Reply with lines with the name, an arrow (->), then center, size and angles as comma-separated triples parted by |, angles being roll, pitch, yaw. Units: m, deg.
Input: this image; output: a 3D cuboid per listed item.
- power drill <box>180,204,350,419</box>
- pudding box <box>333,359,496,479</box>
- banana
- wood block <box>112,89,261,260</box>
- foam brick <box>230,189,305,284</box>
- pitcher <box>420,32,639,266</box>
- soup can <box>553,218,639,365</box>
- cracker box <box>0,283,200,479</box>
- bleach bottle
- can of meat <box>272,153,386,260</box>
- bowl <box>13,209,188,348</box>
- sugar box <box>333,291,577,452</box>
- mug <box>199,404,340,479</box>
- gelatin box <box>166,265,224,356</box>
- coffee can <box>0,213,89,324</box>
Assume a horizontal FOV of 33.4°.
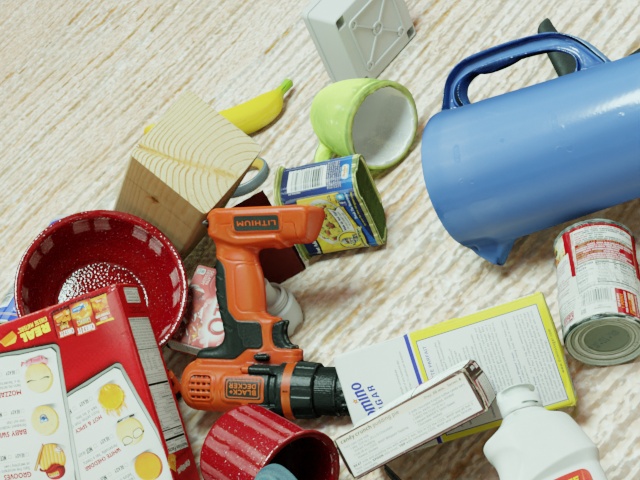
power drill -> -0.035, 0.064, 0.943 | 0.185, 0.057, 0.187 | 0, 85, 17
pudding box -> 0.072, 0.132, 0.796 | 0.113, 0.090, 0.039 | -32, 82, 10
banana -> -0.124, -0.139, 1.264 | 0.198, 0.037, 0.069 | -15, 26, 14
wood block -> -0.140, -0.051, 1.061 | 0.090, 0.091, 0.206 | -52, 3, -23
foam brick -> -0.057, 0.001, 1.061 | 0.051, 0.078, 0.053 | -29, 44, 0
pitcher -> 0.214, -0.092, 0.907 | 0.243, 0.149, 0.145 | -18, 35, 35
soup can -> 0.229, 0.042, 0.871 | 0.069, 0.068, 0.102 | -12, 46, 19
cracker box -> -0.205, 0.162, 0.916 | 0.164, 0.072, 0.214 | -20, 84, 12
bleach bottle -> 0.158, 0.213, 0.708 | 0.102, 0.068, 0.251 | -13, 56, -1
can of meat -> 0.011, -0.033, 1.038 | 0.084, 0.102, 0.057 | -10, 46, 18
bowl -> -0.210, 0.054, 1.025 | 0.162, 0.055, 0.162 | 4, 68, -10
sugar box -> 0.108, 0.110, 0.858 | 0.176, 0.048, 0.093 | -18, 84, 14
mug -> -0.048, 0.196, 0.875 | 0.082, 0.093, 0.117 | 20, 98, 45
gelatin box -> -0.100, 0.072, 1.039 | 0.073, 0.030, 0.089 | 13, 59, 19
coffee can -> -0.266, 0.058, 1.104 | 0.103, 0.102, 0.140 | 2, 51, 30
